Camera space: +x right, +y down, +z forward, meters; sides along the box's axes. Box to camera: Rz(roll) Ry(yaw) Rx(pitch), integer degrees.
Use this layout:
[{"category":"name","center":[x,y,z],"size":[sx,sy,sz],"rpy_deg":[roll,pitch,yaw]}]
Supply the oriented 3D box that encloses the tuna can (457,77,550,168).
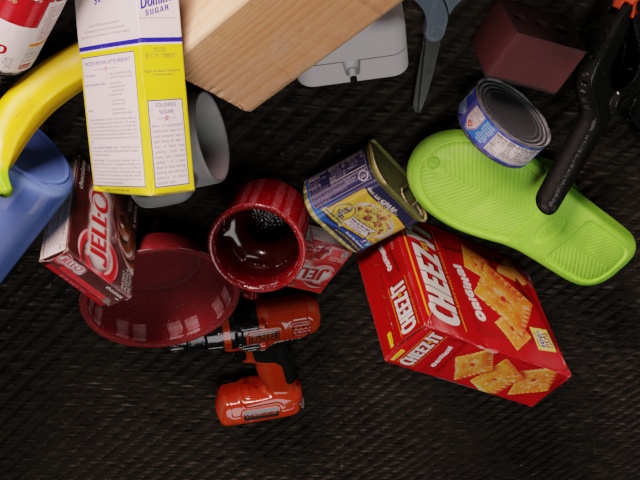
[{"category":"tuna can","center":[0.169,-0.108,0.985],"size":[0.086,0.086,0.034],"rpy_deg":[16,133,-30]}]

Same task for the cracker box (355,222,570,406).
[{"category":"cracker box","center":[0.149,0.070,1.124],"size":[0.213,0.164,0.072],"rpy_deg":[22,127,-34]}]

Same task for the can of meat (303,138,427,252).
[{"category":"can of meat","center":[0.043,-0.040,1.053],"size":[0.084,0.057,0.102],"rpy_deg":[-28,137,21]}]

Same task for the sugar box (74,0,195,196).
[{"category":"sugar box","center":[-0.143,-0.124,0.812],"size":[0.048,0.176,0.094],"rpy_deg":[-8,-171,-41]}]

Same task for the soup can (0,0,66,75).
[{"category":"soup can","center":[-0.231,-0.184,0.809],"size":[0.068,0.068,0.102],"rpy_deg":[16,131,-30]}]

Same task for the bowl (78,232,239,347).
[{"category":"bowl","center":[-0.166,0.042,1.095],"size":[0.162,0.055,0.162],"rpy_deg":[-7,139,-6]}]

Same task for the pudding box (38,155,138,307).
[{"category":"pudding box","center":[-0.211,-0.007,0.982],"size":[0.039,0.113,0.090],"rpy_deg":[-21,140,20]}]

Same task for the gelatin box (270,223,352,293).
[{"category":"gelatin box","center":[-0.021,0.017,1.122],"size":[0.089,0.030,0.073],"rpy_deg":[15,132,-28]}]

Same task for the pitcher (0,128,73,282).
[{"category":"pitcher","center":[-0.337,-0.007,0.938],"size":[0.149,0.145,0.243],"rpy_deg":[29,114,-40]}]

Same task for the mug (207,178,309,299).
[{"category":"mug","center":[-0.057,0.001,1.031],"size":[0.093,0.081,0.117],"rpy_deg":[10,117,2]}]

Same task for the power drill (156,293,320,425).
[{"category":"power drill","center":[-0.090,0.138,1.223],"size":[0.184,0.057,0.188],"rpy_deg":[-7,139,-6]}]

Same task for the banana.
[{"category":"banana","center":[-0.208,-0.118,0.863],"size":[0.197,0.069,0.037],"rpy_deg":[-49,173,-19]}]

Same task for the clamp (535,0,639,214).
[{"category":"clamp","center":[0.279,-0.134,0.997],"size":[0.164,0.036,0.210],"rpy_deg":[-18,129,-29]}]

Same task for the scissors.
[{"category":"scissors","center":[0.083,-0.193,0.920],"size":[0.096,0.016,0.202],"rpy_deg":[8,135,-20]}]

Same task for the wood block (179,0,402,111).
[{"category":"wood block","center":[-0.020,-0.194,0.800],"size":[0.090,0.090,0.207],"rpy_deg":[25,141,-35]}]

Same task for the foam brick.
[{"category":"foam brick","center":[0.182,-0.171,0.941],"size":[0.078,0.053,0.051],"rpy_deg":[9,135,-25]}]
